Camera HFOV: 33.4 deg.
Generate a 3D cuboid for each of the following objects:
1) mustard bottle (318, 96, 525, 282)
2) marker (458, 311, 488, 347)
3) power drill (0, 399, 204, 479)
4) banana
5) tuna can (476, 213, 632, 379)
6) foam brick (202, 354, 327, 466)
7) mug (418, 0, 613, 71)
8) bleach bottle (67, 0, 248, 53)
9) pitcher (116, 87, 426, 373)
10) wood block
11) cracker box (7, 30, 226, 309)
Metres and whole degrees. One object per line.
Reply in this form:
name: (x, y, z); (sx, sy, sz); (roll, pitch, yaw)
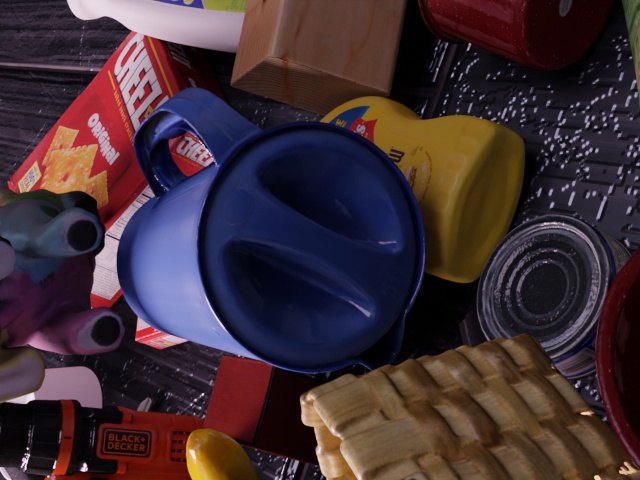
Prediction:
mustard bottle: (0.039, -0.043, 0.688); (0.192, 0.058, 0.096); (22, 96, 50)
marker: (0.095, 0.094, 0.591); (0.020, 0.020, 0.121); (-31, 51, 33)
power drill: (-0.166, 0.200, 0.707); (0.057, 0.184, 0.187); (158, 118, -66)
banana: (-0.064, 0.185, 0.654); (0.037, 0.069, 0.198); (28, 122, 26)
tuna can: (0.127, 0.030, 0.577); (0.086, 0.033, 0.086); (-23, 56, 38)
foam brick: (-0.024, 0.108, 0.667); (0.053, 0.078, 0.051); (2, 73, 45)
mug: (0.128, -0.156, 0.637); (0.117, 0.093, 0.082); (-34, 42, -20)
bleach bottle: (-0.120, -0.201, 0.862); (0.251, 0.068, 0.102); (9, 74, 26)
pitcher: (-0.054, 0.001, 0.663); (0.243, 0.144, 0.149); (172, 102, -65)
wood block: (0.010, -0.201, 0.742); (0.091, 0.090, 0.206); (168, 115, -68)
cracker box: (-0.173, -0.062, 0.911); (0.214, 0.072, 0.164); (-46, 45, 20)
